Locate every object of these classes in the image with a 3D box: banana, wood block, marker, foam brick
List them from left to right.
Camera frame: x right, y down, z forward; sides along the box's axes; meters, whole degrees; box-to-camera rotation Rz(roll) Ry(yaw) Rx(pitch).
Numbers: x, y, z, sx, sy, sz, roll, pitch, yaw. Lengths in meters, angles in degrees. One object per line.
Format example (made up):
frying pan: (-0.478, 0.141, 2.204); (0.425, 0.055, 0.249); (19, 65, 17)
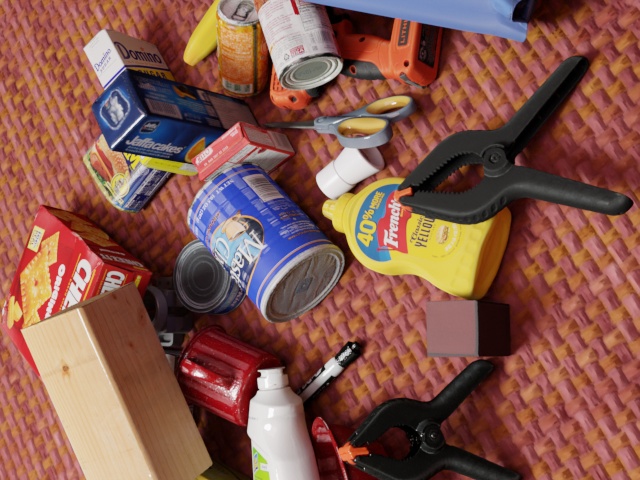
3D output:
wood block: (-0.204, 0.160, 1.075); (0.091, 0.090, 0.206); (-20, 95, 31)
banana: (-0.092, -0.267, 1.173); (0.037, 0.069, 0.198); (43, 136, -7)
marker: (-0.001, 0.146, 1.104); (0.121, 0.020, 0.020); (-46, 63, 21)
foam brick: (0.137, 0.082, 0.985); (0.053, 0.078, 0.051); (-4, 83, 31)

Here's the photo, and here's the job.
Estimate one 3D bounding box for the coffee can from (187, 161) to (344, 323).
coffee can: (-0.057, 0.001, 1.105); (0.140, 0.102, 0.103); (47, 110, 28)

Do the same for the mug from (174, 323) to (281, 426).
mug: (-0.100, 0.142, 1.115); (0.082, 0.117, 0.093); (20, 84, 28)

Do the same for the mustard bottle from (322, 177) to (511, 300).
mustard bottle: (0.083, -0.011, 1.040); (0.192, 0.058, 0.096); (16, 85, 34)

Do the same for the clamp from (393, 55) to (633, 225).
clamp: (0.170, -0.061, 0.963); (0.210, 0.036, 0.164); (-25, 57, 15)

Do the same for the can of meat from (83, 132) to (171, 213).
can of meat: (-0.223, -0.095, 1.252); (0.084, 0.057, 0.102); (-47, 62, 24)

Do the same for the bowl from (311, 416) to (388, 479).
bowl: (0.038, 0.243, 1.018); (0.055, 0.162, 0.162); (-10, 76, -12)

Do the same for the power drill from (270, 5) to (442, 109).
power drill: (0.034, -0.226, 1.097); (0.188, 0.057, 0.184); (5, 88, 35)

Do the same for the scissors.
scissors: (0.023, -0.129, 1.108); (0.202, 0.096, 0.016); (24, 143, 57)

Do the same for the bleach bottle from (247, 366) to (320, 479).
bleach bottle: (-0.031, 0.252, 1.060); (0.103, 0.068, 0.251); (165, 99, -64)

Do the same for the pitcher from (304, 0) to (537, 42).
pitcher: (0.082, -0.268, 0.973); (0.243, 0.149, 0.145); (9, 90, 3)

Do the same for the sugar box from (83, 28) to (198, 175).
sugar box: (-0.194, -0.158, 1.217); (0.048, 0.093, 0.176); (-38, 67, 24)

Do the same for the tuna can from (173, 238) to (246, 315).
tuna can: (-0.122, 0.040, 1.185); (0.086, 0.033, 0.086); (-4, 83, 33)

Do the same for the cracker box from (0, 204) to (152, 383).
cracker box: (-0.290, 0.069, 1.232); (0.214, 0.072, 0.164); (32, 103, 53)

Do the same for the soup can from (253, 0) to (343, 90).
soup can: (-0.023, -0.209, 1.057); (0.069, 0.068, 0.102); (-27, 71, 28)

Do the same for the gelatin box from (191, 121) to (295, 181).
gelatin box: (-0.082, -0.090, 1.138); (0.073, 0.089, 0.030); (-35, 68, 26)

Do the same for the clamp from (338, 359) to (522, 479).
clamp: (0.104, 0.187, 0.966); (0.120, 0.171, 0.039); (67, 159, 16)
